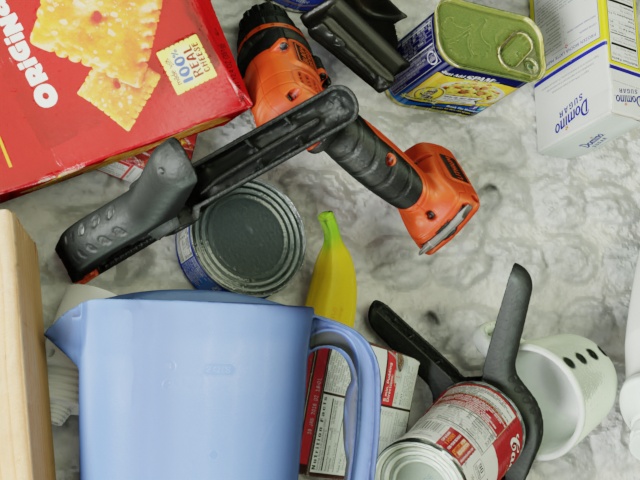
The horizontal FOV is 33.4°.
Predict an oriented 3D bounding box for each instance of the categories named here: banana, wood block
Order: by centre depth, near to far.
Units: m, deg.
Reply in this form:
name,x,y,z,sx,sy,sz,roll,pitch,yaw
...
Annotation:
name,x,y,z,sx,sy,sz,roll,pitch,yaw
wood block,-0.193,0.097,0.568,0.090,0.091,0.206,-7,76,-7
banana,-0.016,0.081,0.713,0.069,0.037,0.197,36,64,-36

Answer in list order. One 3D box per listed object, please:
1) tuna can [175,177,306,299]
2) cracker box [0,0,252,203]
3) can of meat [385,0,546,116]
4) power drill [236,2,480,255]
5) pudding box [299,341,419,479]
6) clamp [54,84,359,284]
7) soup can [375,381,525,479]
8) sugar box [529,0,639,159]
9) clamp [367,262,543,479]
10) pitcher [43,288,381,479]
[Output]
name,x,y,z,sx,sy,sz,roll,pitch,yaw
tuna can,-0.055,0.001,0.727,0.086,0.034,0.086,10,69,-27
cracker box,-0.170,-0.117,0.637,0.213,0.072,0.164,-22,93,-23
can of meat,0.110,-0.139,0.837,0.101,0.084,0.057,6,71,-28
power drill,0.019,-0.082,0.754,0.187,0.057,0.184,33,23,-26
pudding box,0.017,0.109,0.691,0.113,0.039,0.090,22,77,-51
clamp,-0.081,-0.027,0.623,0.164,0.210,0.036,-26,88,-45
soup can,0.085,0.141,0.695,0.102,0.069,0.068,-26,87,-57
sugar box,0.224,-0.166,0.905,0.048,0.093,0.176,8,71,-27
clamp,0.118,0.100,0.752,0.171,0.120,0.039,63,28,-2
pitcher,-0.062,0.149,0.594,0.144,0.149,0.243,6,84,-52
